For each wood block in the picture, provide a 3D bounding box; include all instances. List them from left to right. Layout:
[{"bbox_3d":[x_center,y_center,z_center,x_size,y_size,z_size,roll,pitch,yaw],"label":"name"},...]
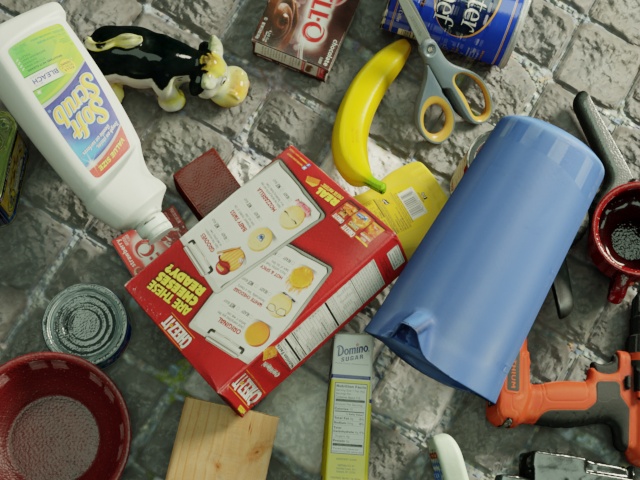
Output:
[{"bbox_3d":[-0.105,0.259,0.991,0.090,0.091,0.206,13,75,0],"label":"wood block"}]

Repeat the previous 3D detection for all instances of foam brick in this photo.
[{"bbox_3d":[-0.108,-0.044,1.089,0.053,0.051,0.078,-34,80,-10],"label":"foam brick"}]

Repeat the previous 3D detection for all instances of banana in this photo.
[{"bbox_3d":[0.050,-0.129,1.120,0.070,0.037,0.197,4,62,13],"label":"banana"}]

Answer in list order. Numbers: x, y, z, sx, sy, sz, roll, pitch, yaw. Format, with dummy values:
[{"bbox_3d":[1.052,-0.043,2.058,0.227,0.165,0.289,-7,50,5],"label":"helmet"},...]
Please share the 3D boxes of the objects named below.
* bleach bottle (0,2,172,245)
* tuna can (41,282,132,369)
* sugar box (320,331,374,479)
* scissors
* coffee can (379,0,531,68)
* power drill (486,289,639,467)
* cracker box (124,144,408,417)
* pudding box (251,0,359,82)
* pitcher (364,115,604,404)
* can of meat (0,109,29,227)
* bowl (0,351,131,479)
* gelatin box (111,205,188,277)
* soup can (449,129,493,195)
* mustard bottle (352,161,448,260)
[{"bbox_3d":[-0.224,-0.106,1.036,0.102,0.068,0.251,-35,84,-32],"label":"bleach bottle"},{"bbox_3d":[-0.231,0.086,1.057,0.086,0.034,0.086,1,76,-3],"label":"tuna can"},{"bbox_3d":[0.025,0.181,1.018,0.048,0.093,0.176,1,75,-1],"label":"sugar box"},{"bbox_3d":[0.102,-0.179,1.102,0.096,0.016,0.201,-47,118,3],"label":"scissors"},{"bbox_3d":[0.145,-0.252,1.132,0.140,0.103,0.103,18,75,2],"label":"coffee can"},{"bbox_3d":[0.264,0.127,1.065,0.187,0.057,0.184,6,72,-1],"label":"power drill"},{"bbox_3d":[-0.050,0.034,1.000,0.213,0.072,0.164,-42,54,-9],"label":"cracker box"},{"bbox_3d":[-0.014,-0.238,1.151,0.090,0.039,0.113,21,75,2],"label":"pudding box"},{"bbox_3d":[0.156,0.018,0.969,0.145,0.149,0.243,31,85,-13],"label":"pitcher"},{"bbox_3d":[-0.330,-0.071,1.066,0.057,0.084,0.102,9,75,-1],"label":"can of meat"},{"bbox_3d":[-0.259,0.189,1.018,0.162,0.055,0.162,1,75,-3],"label":"bowl"},{"bbox_3d":[-0.157,0.021,1.080,0.073,0.030,0.089,-31,79,-10],"label":"gelatin box"},{"bbox_3d":[0.172,-0.064,1.085,0.068,0.102,0.068,1,75,-3],"label":"soup can"},{"bbox_3d":[0.039,-0.002,1.083,0.191,0.058,0.096,-25,68,-9],"label":"mustard bottle"}]
